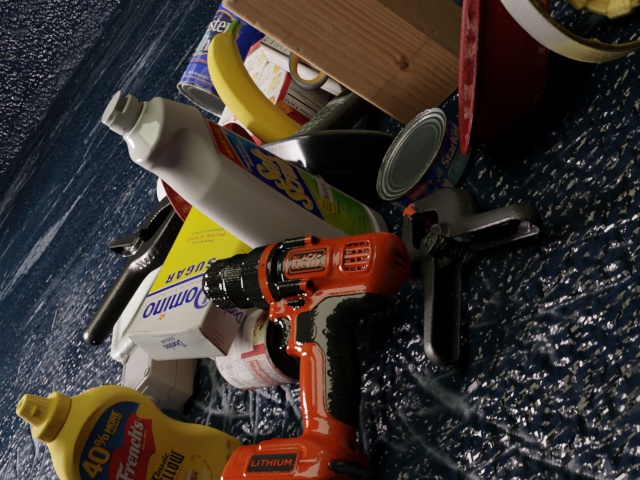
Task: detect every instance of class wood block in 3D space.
[{"bbox_3d":[0.028,-0.198,0.923,0.091,0.205,0.090,-44,27,34],"label":"wood block"}]

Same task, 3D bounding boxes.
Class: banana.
[{"bbox_3d":[-0.061,-0.144,1.079,0.069,0.198,0.037,-28,-16,-19],"label":"banana"}]

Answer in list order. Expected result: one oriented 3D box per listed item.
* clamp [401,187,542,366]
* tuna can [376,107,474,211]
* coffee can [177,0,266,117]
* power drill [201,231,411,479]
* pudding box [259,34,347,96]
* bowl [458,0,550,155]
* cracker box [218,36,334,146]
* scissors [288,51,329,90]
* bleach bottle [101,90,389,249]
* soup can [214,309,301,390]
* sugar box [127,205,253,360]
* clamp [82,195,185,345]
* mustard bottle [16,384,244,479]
[{"bbox_3d":[0.098,0.001,0.751,0.120,0.039,0.171,-51,24,18],"label":"clamp"},{"bbox_3d":[0.085,-0.062,0.863,0.086,0.033,0.086,-46,26,30],"label":"tuna can"},{"bbox_3d":[-0.111,-0.239,1.400,0.140,0.102,0.103,-63,23,-9],"label":"coffee can"},{"bbox_3d":[-0.023,0.088,0.777,0.185,0.057,0.187,-10,67,38],"label":"power drill"},{"bbox_3d":[0.007,-0.207,1.101,0.114,0.039,0.090,31,77,30],"label":"pudding box"},{"bbox_3d":[0.133,-0.141,0.775,0.162,0.055,0.162,3,-91,-86],"label":"bowl"},{"bbox_3d":[-0.048,-0.150,1.202,0.164,0.072,0.213,-24,42,55],"label":"cracker box"},{"bbox_3d":[-0.023,-0.223,1.087,0.096,0.016,0.202,-42,58,-3],"label":"scissors"},{"bbox_3d":[-0.059,-0.039,0.851,0.068,0.250,0.102,-49,25,25],"label":"bleach bottle"},{"bbox_3d":[-0.039,0.089,0.895,0.102,0.068,0.068,-21,44,58],"label":"soup can"},{"bbox_3d":[-0.091,0.018,0.924,0.094,0.048,0.176,-9,44,40],"label":"sugar box"},{"bbox_3d":[-0.197,0.017,1.189,0.210,0.036,0.164,-39,30,40],"label":"clamp"},{"bbox_3d":[-0.162,0.174,0.883,0.058,0.191,0.096,-2,61,64],"label":"mustard bottle"}]
